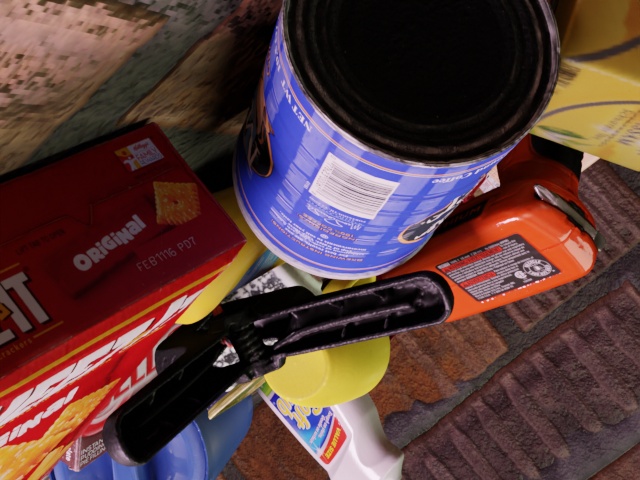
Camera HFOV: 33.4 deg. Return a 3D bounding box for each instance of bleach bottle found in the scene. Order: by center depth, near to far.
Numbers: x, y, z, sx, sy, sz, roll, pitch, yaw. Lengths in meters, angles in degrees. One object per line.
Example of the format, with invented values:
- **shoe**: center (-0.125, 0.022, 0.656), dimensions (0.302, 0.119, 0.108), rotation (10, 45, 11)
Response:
- **bleach bottle**: center (0.004, 0.151, 1.028), dimensions (0.103, 0.251, 0.068), rotation (-45, 171, 36)

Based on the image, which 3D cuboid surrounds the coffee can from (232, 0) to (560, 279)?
- **coffee can**: center (0.023, -0.052, 0.438), dimensions (0.102, 0.103, 0.140), rotation (-37, 173, -20)

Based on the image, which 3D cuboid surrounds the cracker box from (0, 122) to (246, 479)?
- **cracker box**: center (-0.144, 0.064, 0.427), dimensions (0.163, 0.072, 0.214), rotation (-33, 170, -48)

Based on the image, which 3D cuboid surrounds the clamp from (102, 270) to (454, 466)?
- **clamp**: center (-0.045, 0.056, 0.540), dimensions (0.164, 0.036, 0.210), rotation (-24, -173, -19)

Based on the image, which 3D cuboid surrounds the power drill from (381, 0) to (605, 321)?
- **power drill**: center (0.086, -0.053, 0.568), dimensions (0.185, 0.057, 0.187), rotation (-27, -141, 44)

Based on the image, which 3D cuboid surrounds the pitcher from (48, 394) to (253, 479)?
- **pitcher**: center (-0.141, 0.180, 0.956), dimensions (0.149, 0.145, 0.242), rotation (-25, 178, 9)

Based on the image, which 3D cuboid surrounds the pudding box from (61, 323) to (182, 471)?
- **pudding box**: center (-0.115, 0.071, 0.635), dimensions (0.113, 0.039, 0.090), rotation (-34, 145, -49)
